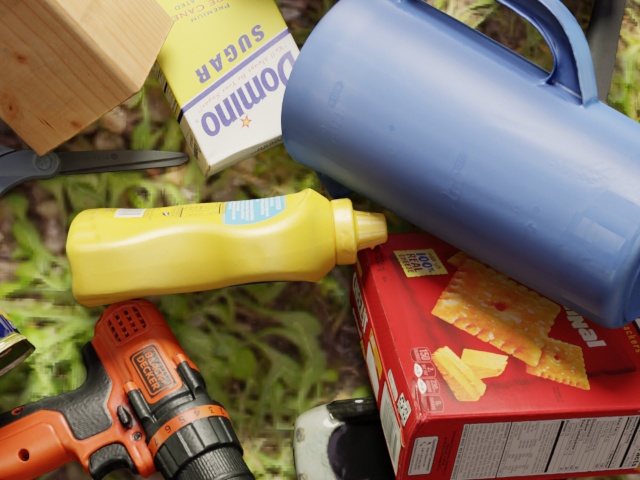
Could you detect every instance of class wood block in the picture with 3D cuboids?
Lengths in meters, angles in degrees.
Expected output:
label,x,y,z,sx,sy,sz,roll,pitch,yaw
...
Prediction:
label,x,y,z,sx,sy,sz,roll,pitch,yaw
wood block,-0.193,-0.163,0.620,0.206,0.090,0.090,48,32,-26

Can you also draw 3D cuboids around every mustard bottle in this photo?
label,x,y,z,sx,sy,sz,roll,pitch,yaw
mustard bottle,-0.054,0.001,0.664,0.191,0.096,0.058,-6,99,-1

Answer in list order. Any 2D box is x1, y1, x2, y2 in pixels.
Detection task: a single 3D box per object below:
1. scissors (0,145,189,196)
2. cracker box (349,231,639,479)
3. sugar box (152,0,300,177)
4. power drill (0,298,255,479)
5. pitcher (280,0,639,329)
label,x,y,z,sx,sy,sz,roll,pitch,yaw
scissors,-0.190,-0.032,0.690,0.201,0.016,0.096,11,72,-14
cracker box,0.138,0.066,0.675,0.213,0.072,0.164,-2,40,-10
sugar box,-0.074,-0.142,0.721,0.093,0.048,0.176,-27,87,-13
power drill,-0.142,0.141,0.632,0.187,0.057,0.185,-28,54,-12
pitcher,0.106,-0.061,0.639,0.243,0.149,0.145,33,78,28
